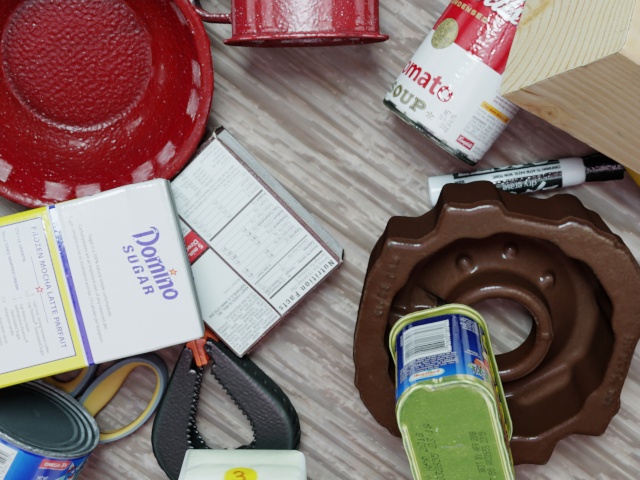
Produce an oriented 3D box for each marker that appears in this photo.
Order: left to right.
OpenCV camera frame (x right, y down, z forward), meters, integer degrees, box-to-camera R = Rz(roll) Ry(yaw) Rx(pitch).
[{"bbox_3d":[0.126,-0.038,0.644,0.121,0.020,0.020,-9,102,4],"label":"marker"}]

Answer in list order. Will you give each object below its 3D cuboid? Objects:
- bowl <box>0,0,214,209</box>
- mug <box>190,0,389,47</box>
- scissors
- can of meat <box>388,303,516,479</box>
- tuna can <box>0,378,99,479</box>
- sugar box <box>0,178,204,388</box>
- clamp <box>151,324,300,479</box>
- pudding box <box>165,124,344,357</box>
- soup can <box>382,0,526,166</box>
[{"bbox_3d":[-0.142,-0.099,0.613,0.162,0.055,0.162,-2,113,-6],"label":"bowl"},{"bbox_3d":[-0.021,-0.150,0.593,0.117,0.093,0.081,0,98,13],"label":"mug"},{"bbox_3d":[-0.188,0.129,0.694,0.202,0.016,0.096,-39,96,9],"label":"scissors"},{"bbox_3d":[0.073,0.099,0.584,0.057,0.084,0.102,-13,110,9],"label":"can of meat"},{"bbox_3d":[-0.178,0.115,0.639,0.086,0.086,0.034,29,102,-4],"label":"tuna can"},{"bbox_3d":[-0.160,0.030,0.595,0.176,0.048,0.093,-13,92,-5],"label":"sugar box"},{"bbox_3d":[-0.062,0.158,0.685,0.164,0.036,0.210,-18,105,6],"label":"clamp"},{"bbox_3d":[-0.054,0.001,0.650,0.090,0.039,0.113,-43,99,9],"label":"pudding box"},{"bbox_3d":[0.091,-0.102,0.606,0.068,0.068,0.102,34,101,-5],"label":"soup can"}]
